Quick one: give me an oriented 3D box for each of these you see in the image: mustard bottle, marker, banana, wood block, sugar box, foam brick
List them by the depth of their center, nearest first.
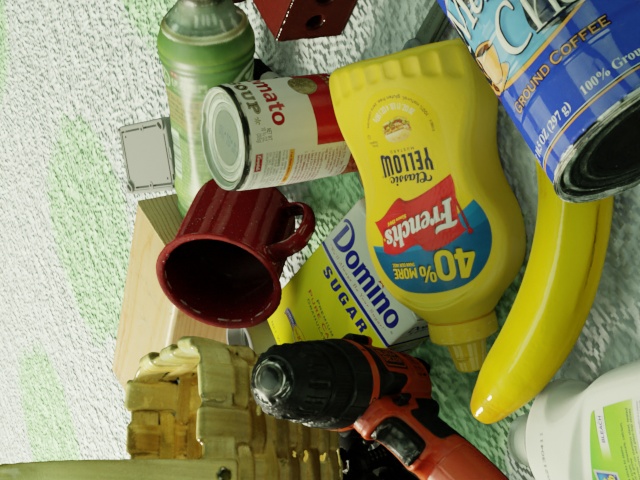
[{"bbox_3d":[0.118,0.004,0.559,0.070,0.037,0.198,9,96,52],"label":"banana"},{"bbox_3d":[0.069,-0.016,0.623,0.096,0.058,0.191,-8,100,35],"label":"mustard bottle"},{"bbox_3d":[-0.007,-0.178,0.706,0.051,0.052,0.078,61,146,26],"label":"foam brick"},{"bbox_3d":[0.023,0.048,0.745,0.093,0.048,0.176,66,148,19],"label":"sugar box"},{"bbox_3d":[-0.024,-0.106,0.793,0.121,0.020,0.020,43,135,44],"label":"marker"},{"bbox_3d":[-0.115,0.063,0.934,0.090,0.090,0.206,52,141,35],"label":"wood block"}]

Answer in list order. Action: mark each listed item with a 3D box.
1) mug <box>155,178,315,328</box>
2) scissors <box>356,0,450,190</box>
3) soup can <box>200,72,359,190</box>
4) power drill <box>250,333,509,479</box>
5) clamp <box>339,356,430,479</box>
[{"bbox_3d":[-0.055,0.001,0.783,0.117,0.081,0.093,-20,123,29],"label":"mug"},{"bbox_3d":[0.048,-0.121,0.672,0.096,0.016,0.202,51,140,37],"label":"scissors"},{"bbox_3d":[-0.018,-0.071,0.682,0.069,0.102,0.068,29,125,55],"label":"soup can"},{"bbox_3d":[0.060,0.125,0.591,0.188,0.184,0.057,45,104,25],"label":"power drill"},{"bbox_3d":[0.040,0.146,0.761,0.172,0.039,0.120,-16,76,57],"label":"clamp"}]
